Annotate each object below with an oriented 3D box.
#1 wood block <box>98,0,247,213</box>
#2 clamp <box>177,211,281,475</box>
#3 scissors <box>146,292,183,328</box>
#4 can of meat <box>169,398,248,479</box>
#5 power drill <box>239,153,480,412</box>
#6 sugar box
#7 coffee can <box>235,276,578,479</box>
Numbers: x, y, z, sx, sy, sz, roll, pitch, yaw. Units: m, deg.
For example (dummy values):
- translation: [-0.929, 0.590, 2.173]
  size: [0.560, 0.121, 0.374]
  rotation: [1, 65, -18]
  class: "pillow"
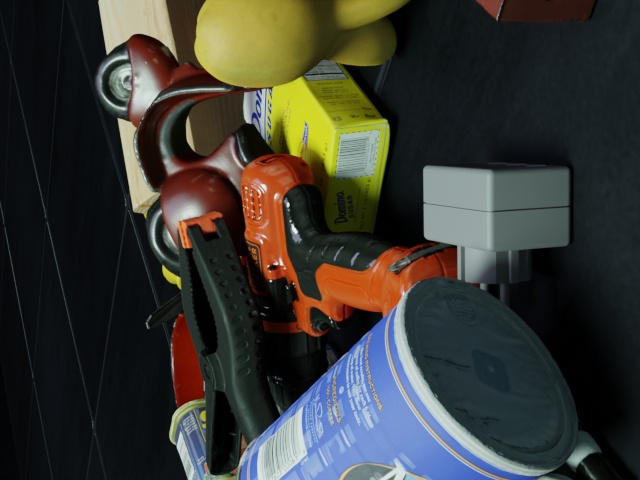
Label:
- translation: [-0.116, -0.129, 0.913]
  size: [0.090, 0.090, 0.206]
  rotation: [-30, 64, 38]
  class: "wood block"
- translation: [-0.061, 0.086, 0.711]
  size: [0.165, 0.036, 0.210]
  rotation: [-5, 100, 65]
  class: "clamp"
- translation: [-0.089, 0.019, 0.863]
  size: [0.201, 0.016, 0.096]
  rotation: [4, -78, -76]
  class: "scissors"
- translation: [-0.059, 0.171, 0.850]
  size: [0.084, 0.102, 0.057]
  rotation: [-118, 32, -40]
  class: "can of meat"
- translation: [0.017, 0.050, 0.649]
  size: [0.188, 0.057, 0.184]
  rotation: [21, 125, 50]
  class: "power drill"
- translation: [-0.009, -0.085, 0.753]
  size: [0.176, 0.048, 0.093]
  rotation: [-124, 34, -47]
  class: "sugar box"
- translation: [0.038, 0.099, 0.517]
  size: [0.140, 0.102, 0.103]
  rotation: [-47, 48, 33]
  class: "coffee can"
